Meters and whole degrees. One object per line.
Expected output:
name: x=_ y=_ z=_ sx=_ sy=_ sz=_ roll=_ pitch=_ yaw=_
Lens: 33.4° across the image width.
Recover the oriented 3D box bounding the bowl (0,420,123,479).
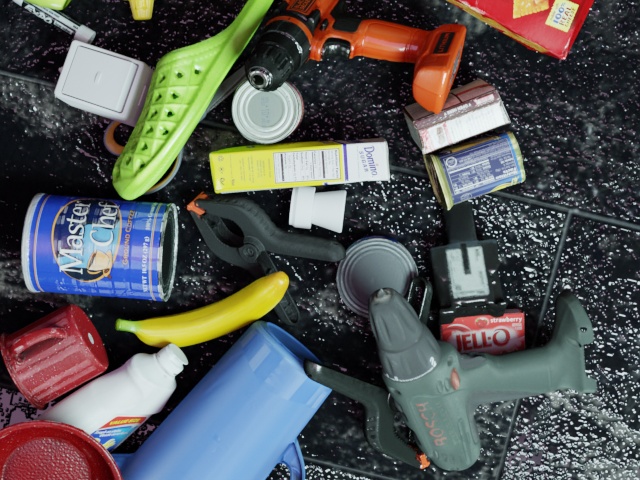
bowl: x=-0.276 y=0.248 z=1.064 sx=0.162 sy=0.055 sz=0.162 roll=-1 pitch=100 yaw=-8

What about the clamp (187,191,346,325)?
clamp: x=-0.057 y=0.001 z=1.110 sx=0.171 sy=0.039 sz=0.120 roll=42 pitch=120 yaw=-5

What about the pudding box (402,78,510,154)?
pudding box: x=0.133 y=-0.125 z=1.065 sx=0.090 sy=0.113 sz=0.039 roll=-21 pitch=102 yaw=5

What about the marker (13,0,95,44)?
marker: x=-0.290 y=-0.241 z=1.110 sx=0.121 sy=0.020 sz=0.020 roll=31 pitch=97 yaw=-3

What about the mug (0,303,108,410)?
mug: x=-0.280 y=0.115 z=1.114 sx=0.081 sy=0.117 sz=0.093 roll=-28 pitch=66 yaw=0

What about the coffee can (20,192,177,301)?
coffee can: x=-0.224 y=0.007 z=1.100 sx=0.140 sy=0.103 sz=0.103 roll=4 pitch=98 yaw=1

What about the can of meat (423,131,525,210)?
can of meat: x=0.155 y=-0.073 z=1.078 sx=0.084 sy=0.102 sz=0.057 roll=-19 pitch=96 yaw=2

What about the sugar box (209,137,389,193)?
sugar box: x=-0.020 y=-0.078 z=1.087 sx=0.176 sy=0.093 sz=0.048 roll=-6 pitch=98 yaw=2

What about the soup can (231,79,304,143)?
soup can: x=-0.052 y=-0.133 z=1.076 sx=0.068 sy=0.102 sz=0.068 roll=0 pitch=97 yaw=2

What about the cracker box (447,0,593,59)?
cracker box: x=0.182 y=-0.291 z=1.017 sx=0.213 sy=0.072 sz=0.164 roll=21 pitch=99 yaw=-33

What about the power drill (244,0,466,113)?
power drill: x=0.036 y=-0.180 z=1.021 sx=0.188 sy=0.184 sz=0.057 roll=17 pitch=132 yaw=9

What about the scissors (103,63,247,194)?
scissors: x=-0.150 y=-0.141 z=1.121 sx=0.096 sy=0.016 sz=0.202 roll=36 pitch=97 yaw=-3

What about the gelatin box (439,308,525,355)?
gelatin box: x=0.172 y=0.112 z=1.138 sx=0.089 sy=0.030 sz=0.073 roll=-2 pitch=97 yaw=2

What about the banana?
banana: x=-0.114 y=0.079 z=1.120 sx=0.198 sy=0.069 sz=0.037 roll=-18 pitch=69 yaw=15

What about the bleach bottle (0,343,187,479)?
bleach bottle: x=-0.248 y=0.194 z=1.127 sx=0.251 sy=0.102 sz=0.068 roll=-39 pitch=59 yaw=7

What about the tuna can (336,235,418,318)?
tuna can: x=0.060 y=0.038 z=1.129 sx=0.086 sy=0.033 sz=0.086 roll=0 pitch=98 yaw=2

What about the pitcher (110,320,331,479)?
pitcher: x=-0.091 y=0.213 z=1.114 sx=0.243 sy=0.145 sz=0.149 roll=-50 pitch=132 yaw=4

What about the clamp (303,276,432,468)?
clamp: x=0.067 y=0.159 z=1.106 sx=0.164 sy=0.036 sz=0.210 roll=-27 pitch=119 yaw=-26
